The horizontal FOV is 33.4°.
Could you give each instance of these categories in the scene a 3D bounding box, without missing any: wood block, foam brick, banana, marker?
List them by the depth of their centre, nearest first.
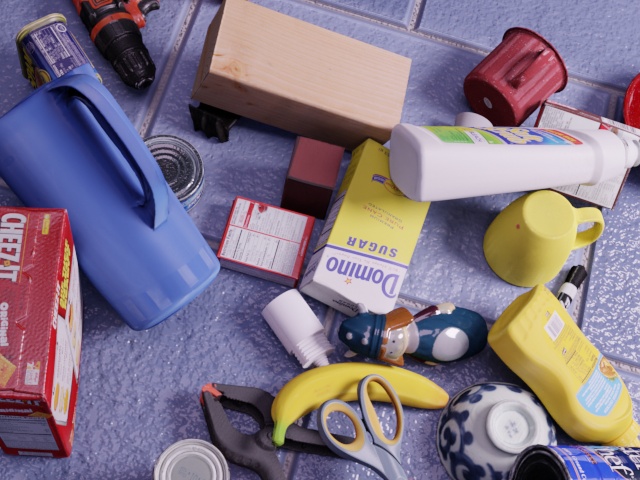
[{"bbox_3d":[0.030,0.150,1.036,0.197,0.037,0.069,-9,66,-26],"label":"banana"},{"bbox_3d":[-0.009,-0.064,1.116,0.051,0.078,0.053,14,67,-1],"label":"foam brick"},{"bbox_3d":[0.248,0.074,1.118,0.020,0.020,0.121,31,66,7],"label":"marker"},{"bbox_3d":[-0.021,-0.170,1.124,0.206,0.090,0.091,16,73,-15],"label":"wood block"}]

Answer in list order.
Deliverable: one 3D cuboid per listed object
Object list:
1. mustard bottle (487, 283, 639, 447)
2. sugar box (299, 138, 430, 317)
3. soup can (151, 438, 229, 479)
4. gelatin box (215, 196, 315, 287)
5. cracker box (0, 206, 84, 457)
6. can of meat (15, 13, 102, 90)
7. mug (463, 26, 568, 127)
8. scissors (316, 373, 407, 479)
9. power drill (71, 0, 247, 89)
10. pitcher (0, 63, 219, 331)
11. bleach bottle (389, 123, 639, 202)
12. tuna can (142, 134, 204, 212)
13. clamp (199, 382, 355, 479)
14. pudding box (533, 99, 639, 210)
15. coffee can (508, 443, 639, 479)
[{"bbox_3d":[0.251,0.140,1.053,0.191,0.058,0.096,49,41,-2],"label":"mustard bottle"},{"bbox_3d":[0.053,-0.009,1.106,0.093,0.048,0.176,27,63,-13],"label":"sugar box"},{"bbox_3d":[-0.117,0.222,0.961,0.068,0.102,0.068,3,66,-6],"label":"soup can"},{"bbox_3d":[-0.057,0.001,1.107,0.089,0.030,0.073,15,66,0],"label":"gelatin box"},{"bbox_3d":[-0.256,0.087,0.942,0.072,0.214,0.164,3,66,-6],"label":"cracker box"},{"bbox_3d":[-0.271,-0.172,1.120,0.057,0.102,0.084,-30,75,-19],"label":"can of meat"},{"bbox_3d":[0.217,-0.178,1.177,0.081,0.117,0.093,-44,97,-17],"label":"mug"},{"bbox_3d":[0.053,0.222,0.980,0.096,0.016,0.202,-3,68,-23],"label":"scissors"},{"bbox_3d":[-0.177,-0.271,1.198,0.187,0.057,0.184,-27,72,-17],"label":"power drill"},{"bbox_3d":[-0.200,-0.040,1.010,0.145,0.149,0.243,-35,99,6],"label":"pitcher"},{"bbox_3d":[0.204,-0.085,1.087,0.250,0.068,0.103,-4,22,-14],"label":"bleach bottle"},{"bbox_3d":[-0.164,-0.068,1.122,0.086,0.034,0.086,3,66,-6],"label":"tuna can"},{"bbox_3d":[-0.039,0.190,1.022,0.171,0.039,0.120,45,51,15],"label":"clamp"},{"bbox_3d":[0.280,-0.093,1.157,0.113,0.039,0.090,20,109,8],"label":"pudding box"},{"bbox_3d":[0.258,0.240,0.980,0.140,0.103,0.103,5,64,-23],"label":"coffee can"}]
